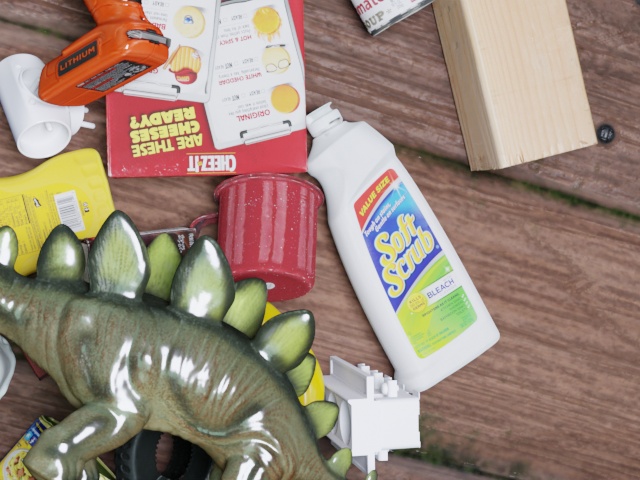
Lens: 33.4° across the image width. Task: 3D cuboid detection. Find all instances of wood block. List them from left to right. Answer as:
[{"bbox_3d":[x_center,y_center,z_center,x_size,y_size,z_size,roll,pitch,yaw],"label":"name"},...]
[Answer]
[{"bbox_3d":[0.161,-0.171,0.925,0.090,0.090,0.206,-14,94,-9],"label":"wood block"}]

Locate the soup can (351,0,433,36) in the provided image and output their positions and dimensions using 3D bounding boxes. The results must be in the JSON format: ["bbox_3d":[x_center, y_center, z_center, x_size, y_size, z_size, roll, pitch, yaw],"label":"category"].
[{"bbox_3d":[0.048,-0.235,0.913,0.068,0.068,0.102,-31,97,-8],"label":"soup can"}]

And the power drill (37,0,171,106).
[{"bbox_3d":[-0.200,-0.203,0.824,0.185,0.057,0.188,-20,82,30],"label":"power drill"}]

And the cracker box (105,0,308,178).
[{"bbox_3d":[-0.097,-0.160,0.887,0.164,0.072,0.214,-2,93,-8],"label":"cracker box"}]

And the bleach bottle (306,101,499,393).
[{"bbox_3d":[0.053,0.000,0.924,0.102,0.068,0.251,-32,95,-13],"label":"bleach bottle"}]

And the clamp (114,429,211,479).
[{"bbox_3d":[-0.138,0.204,0.842,0.164,0.036,0.210,16,77,-50],"label":"clamp"}]

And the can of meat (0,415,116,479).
[{"bbox_3d":[-0.219,0.202,0.865,0.084,0.102,0.057,-50,143,-8],"label":"can of meat"}]

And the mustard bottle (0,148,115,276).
[{"bbox_3d":[-0.263,-0.008,0.868,0.191,0.058,0.096,-15,95,-10],"label":"mustard bottle"}]

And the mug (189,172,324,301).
[{"bbox_3d":[-0.056,0.001,0.881,0.117,0.093,0.081,-3,67,11],"label":"mug"}]
